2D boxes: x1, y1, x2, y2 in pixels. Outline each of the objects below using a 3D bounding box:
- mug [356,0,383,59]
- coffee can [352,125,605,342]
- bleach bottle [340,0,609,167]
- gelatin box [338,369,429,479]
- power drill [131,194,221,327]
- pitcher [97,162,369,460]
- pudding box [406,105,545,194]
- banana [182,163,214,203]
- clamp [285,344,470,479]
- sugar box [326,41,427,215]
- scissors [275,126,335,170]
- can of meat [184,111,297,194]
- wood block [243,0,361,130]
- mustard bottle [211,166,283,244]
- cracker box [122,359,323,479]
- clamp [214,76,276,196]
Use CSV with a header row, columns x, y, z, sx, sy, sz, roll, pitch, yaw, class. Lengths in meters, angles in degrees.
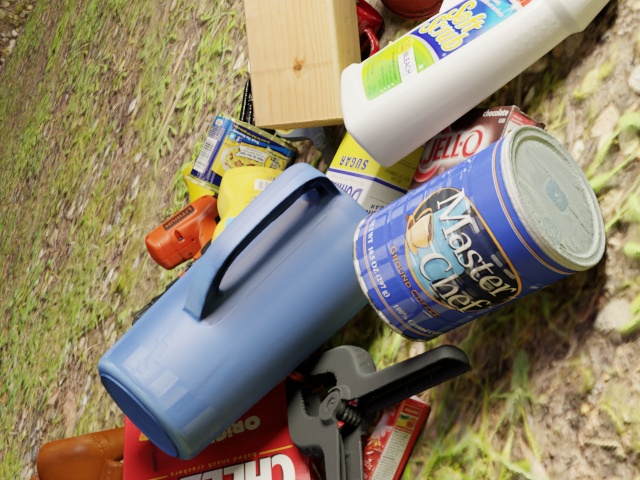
x,y,z,sx,sy,sz,roll,pitch,yaw,class
0.018,-0.213,1.109,0.082,0.093,0.117,-53,56,20,mug
0.107,-0.002,0.732,0.141,0.102,0.103,-31,44,38,coffee can
0.131,-0.161,0.834,0.251,0.068,0.102,-33,33,25,bleach bottle
0.042,0.146,0.850,0.089,0.030,0.073,29,96,63,gelatin box
-0.140,0.027,1.181,0.184,0.057,0.188,-34,27,-6,power drill
-0.063,0.054,0.871,0.242,0.149,0.145,-43,16,-22,pitcher
0.119,-0.058,0.847,0.114,0.039,0.090,11,79,63,pudding box
-0.154,-0.048,1.354,0.070,0.037,0.198,-50,32,30,banana
0.019,0.142,0.814,0.164,0.036,0.210,-62,25,-10,clamp
0.057,-0.087,0.977,0.176,0.048,0.093,-62,27,10,sugar box
-0.011,-0.099,1.125,0.096,0.016,0.202,-35,46,36,scissors
-0.086,-0.085,1.184,0.084,0.102,0.058,-65,27,2,can of meat
-0.018,-0.215,1.032,0.091,0.090,0.206,-4,93,18,wood block
-0.057,0.002,1.036,0.191,0.096,0.058,-90,16,-55,mustard bottle
-0.086,0.173,0.932,0.164,0.072,0.213,-15,43,6,cracker box
-0.083,-0.110,1.266,0.120,0.039,0.171,25,100,68,clamp
